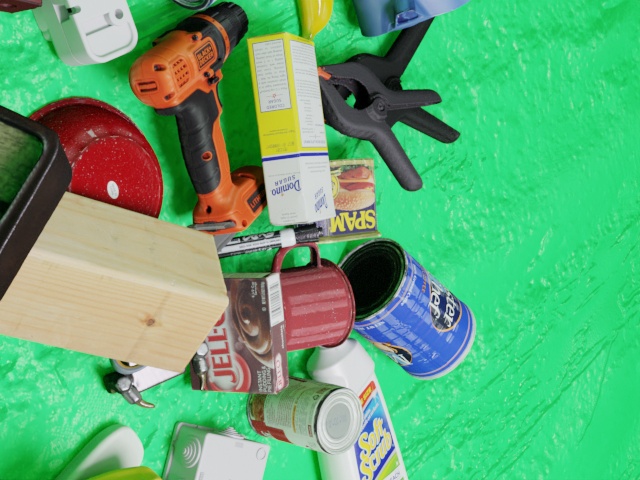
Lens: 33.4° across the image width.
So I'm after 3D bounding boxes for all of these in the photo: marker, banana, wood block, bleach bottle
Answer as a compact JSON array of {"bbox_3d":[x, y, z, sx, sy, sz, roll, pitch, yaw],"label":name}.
[{"bbox_3d":[-0.057,0.001,1.026,0.121,0.020,0.020,-10,102,-5],"label":"marker"},{"bbox_3d":[-0.035,-0.284,1.061,0.069,0.037,0.197,-50,124,-30],"label":"banana"},{"bbox_3d":[-0.189,0.027,0.846,0.205,0.090,0.091,18,123,-30],"label":"wood block"},{"bbox_3d":[0.032,0.208,1.145,0.102,0.068,0.251,-29,110,-40],"label":"bleach bottle"}]

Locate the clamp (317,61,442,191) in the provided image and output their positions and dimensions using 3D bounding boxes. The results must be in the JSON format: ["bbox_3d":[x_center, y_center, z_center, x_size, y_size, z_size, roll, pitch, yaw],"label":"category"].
[{"bbox_3d":[0.059,-0.141,1.113,0.171,0.039,0.120,37,55,-27],"label":"clamp"}]

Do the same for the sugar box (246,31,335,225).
[{"bbox_3d":[-0.027,-0.104,1.018,0.093,0.048,0.176,-13,99,-72],"label":"sugar box"}]

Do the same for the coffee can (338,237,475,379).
[{"bbox_3d":[0.090,0.076,1.161,0.140,0.103,0.102,40,66,-38],"label":"coffee can"}]

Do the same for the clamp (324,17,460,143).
[{"bbox_3d":[0.073,-0.175,1.173,0.209,0.036,0.164,-15,103,-39],"label":"clamp"}]

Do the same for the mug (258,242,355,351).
[{"bbox_3d":[-0.025,0.056,1.058,0.081,0.093,0.117,-7,108,-39],"label":"mug"}]

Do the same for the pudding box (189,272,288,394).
[{"bbox_3d":[-0.079,0.086,1.006,0.039,0.090,0.113,-15,103,-67],"label":"pudding box"}]

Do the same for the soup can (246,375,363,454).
[{"bbox_3d":[-0.015,0.172,1.067,0.068,0.102,0.068,-4,95,-44],"label":"soup can"}]

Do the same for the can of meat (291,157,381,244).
[{"bbox_3d":[0.014,-0.042,1.113,0.101,0.058,0.084,-7,95,-44],"label":"can of meat"}]

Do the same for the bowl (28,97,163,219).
[{"bbox_3d":[-0.190,-0.043,0.917,0.161,0.055,0.162,-3,95,-43],"label":"bowl"}]

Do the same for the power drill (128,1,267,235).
[{"bbox_3d":[-0.096,-0.113,0.985,0.184,0.057,0.187,-52,131,-52],"label":"power drill"}]
